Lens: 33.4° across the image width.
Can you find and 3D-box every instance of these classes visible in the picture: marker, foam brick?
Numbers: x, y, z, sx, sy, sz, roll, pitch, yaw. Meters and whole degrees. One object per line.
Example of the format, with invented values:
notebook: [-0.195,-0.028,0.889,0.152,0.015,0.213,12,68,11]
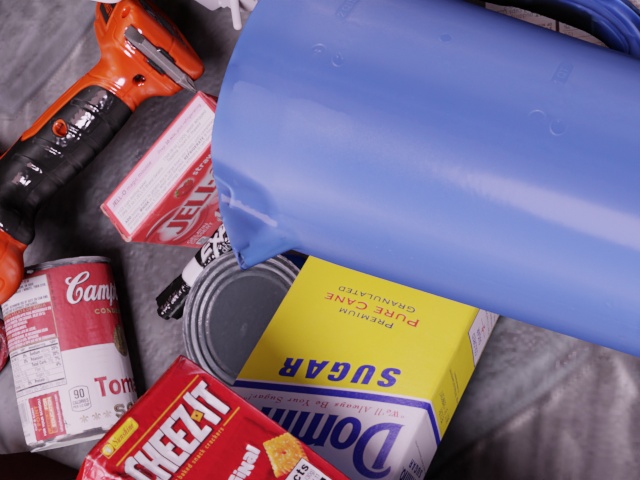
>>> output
marker: [-0.054,0.001,0.612,0.121,0.020,0.020,-48,69,16]
foam brick: [-0.185,0.160,0.633,0.051,0.078,0.053,16,93,27]

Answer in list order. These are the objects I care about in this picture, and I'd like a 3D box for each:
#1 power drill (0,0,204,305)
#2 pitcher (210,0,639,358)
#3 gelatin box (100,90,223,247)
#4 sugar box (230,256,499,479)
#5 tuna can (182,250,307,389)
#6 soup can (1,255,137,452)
power drill: [-0.157,-0.065,0.621,0.188,0.057,0.185,-48,33,7]
pitcher: [0.090,-0.037,0.452,0.243,0.144,0.149,20,110,19]
gelatin box: [-0.067,-0.036,0.591,0.089,0.073,0.030,-48,69,15]
sugar box: [0.023,0.053,0.506,0.093,0.048,0.176,15,55,25]
tuna can: [-0.031,0.047,0.590,0.086,0.033,0.086,-2,86,26]
soup can: [-0.147,0.067,0.626,0.069,0.068,0.102,-17,80,24]
